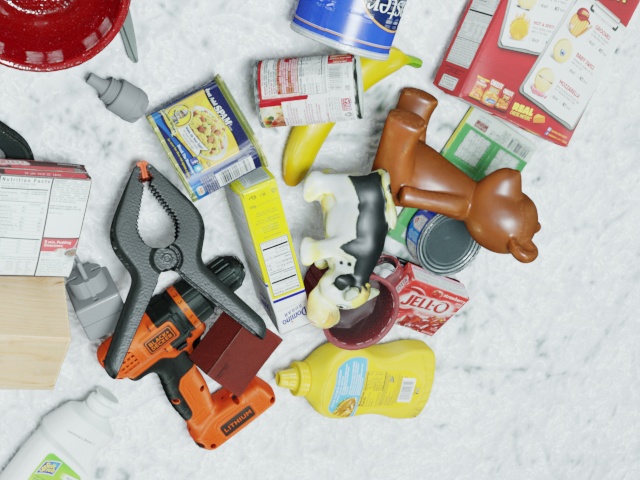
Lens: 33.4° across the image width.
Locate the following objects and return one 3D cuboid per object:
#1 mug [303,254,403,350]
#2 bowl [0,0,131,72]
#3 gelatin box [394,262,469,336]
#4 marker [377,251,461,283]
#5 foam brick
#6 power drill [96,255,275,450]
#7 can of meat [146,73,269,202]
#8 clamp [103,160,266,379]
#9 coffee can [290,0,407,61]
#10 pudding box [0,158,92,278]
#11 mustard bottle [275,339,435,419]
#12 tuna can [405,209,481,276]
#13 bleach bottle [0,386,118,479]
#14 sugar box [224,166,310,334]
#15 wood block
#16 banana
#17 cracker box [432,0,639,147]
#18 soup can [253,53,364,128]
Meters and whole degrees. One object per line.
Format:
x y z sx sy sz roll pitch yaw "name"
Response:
0.039 0.056 1.193 0.117 0.082 0.093 -38 123 -2 "mug"
-0.248 -0.232 0.937 0.162 0.055 0.162 -6 122 -10 "bowl"
0.117 0.071 1.250 0.089 0.030 0.073 20 127 -30 "gelatin box"
0.119 0.040 1.257 0.121 0.020 0.020 21 104 -30 "marker"
-0.090 0.114 1.121 0.053 0.051 0.078 41 84 -33 "foam brick"
-0.126 0.127 1.173 0.184 0.057 0.187 -36 121 -6 "power drill"
-0.111 -0.099 1.046 0.084 0.102 0.057 -29 161 -5 "can of meat"
-0.144 0.023 1.064 0.164 0.036 0.210 -6 83 -17 "clamp"
0.040 -0.257 1.032 0.102 0.103 0.140 10 109 -27 "coffee can"
-0.272 -0.020 1.008 0.089 0.039 0.114 3 117 -30 "pudding box"
0.038 0.164 1.258 0.191 0.058 0.096 3 113 -25 "mustard bottle"
0.141 -0.004 1.219 0.086 0.034 0.086 -10 118 -20 "tuna can"
-0.298 0.270 1.163 0.102 0.068 0.251 34 95 -32 "bleach bottle"
-0.057 0.001 1.119 0.048 0.093 0.176 -22 121 -10 "sugar box"
-0.353 0.082 1.017 0.205 0.091 0.090 5 136 -26 "wood block"
0.023 -0.141 1.119 0.198 0.037 0.069 -42 121 0 "banana"
0.237 -0.229 1.144 0.164 0.072 0.214 19 100 -30 "cracker box"
-0.011 -0.149 1.060 0.102 0.068 0.068 -4 118 7 "soup can"
